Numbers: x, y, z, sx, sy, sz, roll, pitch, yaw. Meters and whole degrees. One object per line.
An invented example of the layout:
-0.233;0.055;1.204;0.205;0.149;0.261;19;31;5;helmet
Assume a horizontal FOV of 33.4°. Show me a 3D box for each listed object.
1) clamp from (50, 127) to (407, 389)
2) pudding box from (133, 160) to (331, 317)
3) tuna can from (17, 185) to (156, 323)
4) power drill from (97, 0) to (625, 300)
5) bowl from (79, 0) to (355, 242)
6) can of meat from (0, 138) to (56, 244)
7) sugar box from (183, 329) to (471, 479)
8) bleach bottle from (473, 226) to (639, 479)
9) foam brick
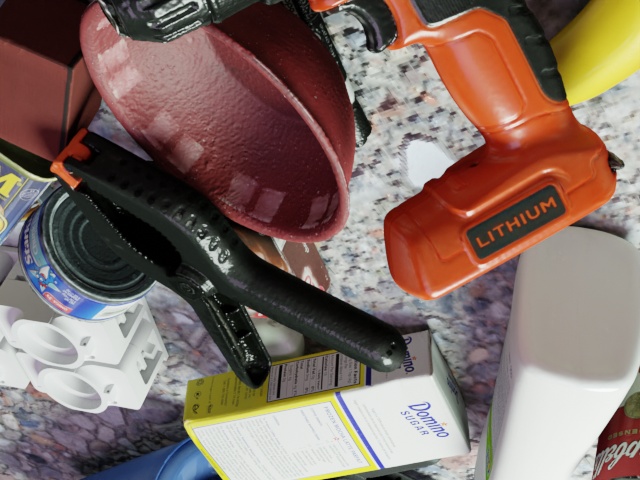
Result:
-0.057;0.015;0.600;0.210;0.036;0.165;46;148;-24;clamp
-0.054;0.001;0.652;0.090;0.039;0.113;0;135;27;pudding box
-0.140;0.005;0.661;0.086;0.086;0.034;37;137;-18;tuna can
0.029;-0.071;0.426;0.184;0.057;0.187;-28;116;-3;power drill
-0.039;-0.073;0.527;0.162;0.055;0.162;31;155;16;bowl
-0.211;-0.052;0.636;0.102;0.057;0.084;36;127;-17;can of meat
0.005;0.119;0.724;0.176;0.048;0.093;-15;132;15;sugar box
0.132;0.103;0.650;0.068;0.102;0.251;10;146;5;bleach bottle
-0.150;-0.092;0.581;0.051;0.053;0.078;23;140;0;foam brick
